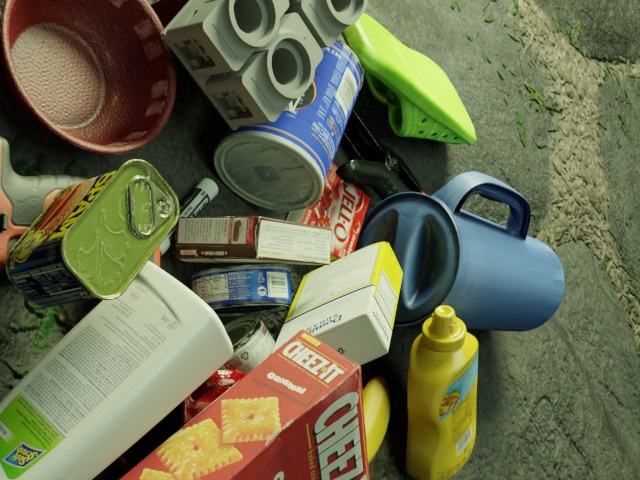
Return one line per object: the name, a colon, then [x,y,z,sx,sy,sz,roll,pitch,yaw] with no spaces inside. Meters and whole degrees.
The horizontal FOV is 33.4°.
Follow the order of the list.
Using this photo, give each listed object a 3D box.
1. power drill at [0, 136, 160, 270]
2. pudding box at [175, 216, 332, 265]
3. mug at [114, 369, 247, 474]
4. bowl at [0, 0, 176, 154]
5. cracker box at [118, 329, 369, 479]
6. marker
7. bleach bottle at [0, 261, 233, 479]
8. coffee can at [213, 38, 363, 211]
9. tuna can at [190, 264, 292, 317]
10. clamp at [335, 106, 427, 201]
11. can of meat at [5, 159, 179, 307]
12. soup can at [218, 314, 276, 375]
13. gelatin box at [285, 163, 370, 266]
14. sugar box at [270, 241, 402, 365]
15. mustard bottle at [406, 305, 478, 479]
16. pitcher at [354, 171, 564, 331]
power drill: [-0.207,0.007,0.792,0.187,0.057,0.184,12,73,-45]
pudding box: [-0.056,0.001,0.916,0.113,0.090,0.039,4,86,-57]
mug: [-0.101,0.132,0.830,0.081,0.117,0.093,15,44,-49]
bowl: [-0.194,-0.140,0.850,0.161,0.055,0.162,17,65,-43]
cracker box: [-0.056,0.195,0.800,0.213,0.072,0.164,-36,139,-31]
marker: [-0.126,-0.012,0.913,0.020,0.020,0.121,55,46,-21]
bleach bottle: [-0.183,0.125,0.739,0.250,0.103,0.068,-41,138,-21]
coffee can: [-0.027,-0.112,0.985,0.102,0.103,0.140,43,51,-30]
tuna can: [-0.067,0.044,0.910,0.085,0.086,0.034,5,76,-46]
clamp: [0.059,-0.070,1.093,0.171,0.039,0.120,41,35,-34]
can of meat: [-0.160,-0.002,0.742,0.057,0.084,0.102,52,50,-25]
soup can: [-0.055,0.123,0.913,0.068,0.069,0.102,-46,112,-44]
gelatin box: [0.008,-0.027,1.052,0.073,0.030,0.089,42,51,-31]
sugar box: [0.019,0.063,0.940,0.048,0.093,0.176,61,18,-16]
mustard bottle: [0.119,0.142,1.035,0.096,0.058,0.192,-42,141,-40]
pitcher: [0.160,0.025,1.119,0.242,0.149,0.145,12,69,-48]
